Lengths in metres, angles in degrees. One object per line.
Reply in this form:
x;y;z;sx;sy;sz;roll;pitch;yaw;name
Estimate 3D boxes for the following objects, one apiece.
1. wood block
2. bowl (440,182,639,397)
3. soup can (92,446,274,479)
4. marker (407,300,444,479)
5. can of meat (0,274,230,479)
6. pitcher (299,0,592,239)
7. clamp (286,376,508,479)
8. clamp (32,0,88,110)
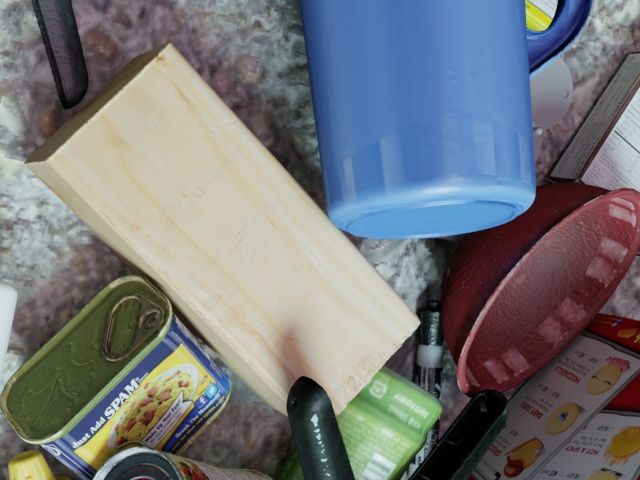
-0.054;0.000;0.594;0.090;0.091;0.206;-46;108;-13;wood block
0.127;0.020;0.661;0.161;0.055;0.162;-31;146;-24;bowl
-0.068;0.150;0.569;0.102;0.069;0.068;29;82;-55;soup can
0.069;0.099;0.689;0.020;0.020;0.121;2;94;-22;marker
-0.107;0.084;0.584;0.102;0.058;0.084;-45;136;-12;can of meat
0.059;-0.128;0.570;0.144;0.149;0.243;10;72;-55;pitcher
0.035;0.173;0.598;0.164;0.036;0.210;2;101;-40;clamp
-0.173;-0.162;0.562;0.120;0.039;0.171;9;85;-26;clamp
